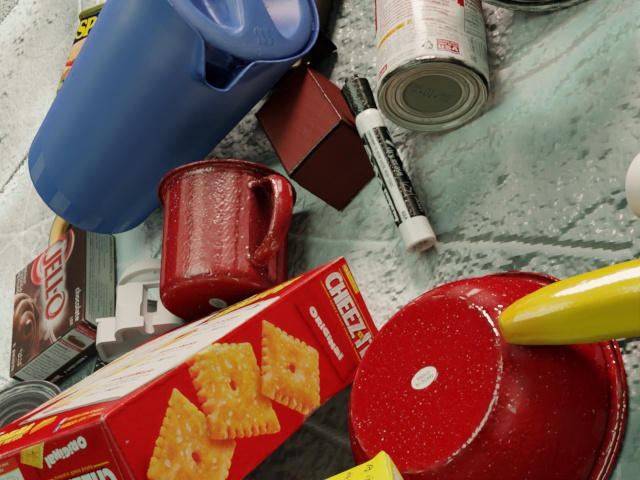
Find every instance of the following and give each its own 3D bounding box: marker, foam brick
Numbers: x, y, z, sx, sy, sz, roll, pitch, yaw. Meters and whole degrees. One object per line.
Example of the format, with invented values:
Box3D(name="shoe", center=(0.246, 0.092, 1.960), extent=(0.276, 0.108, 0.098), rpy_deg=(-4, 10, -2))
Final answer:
Box3D(name="marker", center=(0.039, -0.049, 0.643), extent=(0.020, 0.020, 0.121), rpy_deg=(-34, 64, 28))
Box3D(name="foam brick", center=(0.000, -0.069, 0.702), extent=(0.051, 0.052, 0.078), rpy_deg=(-46, 40, 16))

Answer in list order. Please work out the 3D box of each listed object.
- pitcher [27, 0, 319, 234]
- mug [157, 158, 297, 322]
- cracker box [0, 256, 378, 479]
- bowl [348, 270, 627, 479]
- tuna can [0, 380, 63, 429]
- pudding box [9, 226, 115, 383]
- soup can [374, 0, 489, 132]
Box3D(name="pitcher", center=(-0.118, -0.118, 0.776), extent=(0.145, 0.149, 0.243), rpy_deg=(52, 131, 6))
Box3D(name="mug", center=(-0.054, 0.001, 0.685), extent=(0.117, 0.093, 0.081), rpy_deg=(-30, 50, 44))
Box3D(name="cracker box", center=(-0.084, 0.096, 0.575), extent=(0.164, 0.213, 0.072), rpy_deg=(-24, 94, 35))
Box3D(name="bowl", center=(0.067, 0.080, 0.532), extent=(0.162, 0.055, 0.162), rpy_deg=(-26, 48, 33))
Box3D(name="tuna can", center=(-0.217, 0.145, 0.783), extent=(0.086, 0.033, 0.086), rpy_deg=(-12, 43, 12))
Box3D(name="pudding box", center=(-0.206, 0.051, 0.856), extent=(0.090, 0.039, 0.113), rpy_deg=(-37, 44, 25))
Box3D(name="soup can", center=(0.067, -0.126, 0.657), extent=(0.069, 0.068, 0.102), rpy_deg=(-25, 50, 35))
